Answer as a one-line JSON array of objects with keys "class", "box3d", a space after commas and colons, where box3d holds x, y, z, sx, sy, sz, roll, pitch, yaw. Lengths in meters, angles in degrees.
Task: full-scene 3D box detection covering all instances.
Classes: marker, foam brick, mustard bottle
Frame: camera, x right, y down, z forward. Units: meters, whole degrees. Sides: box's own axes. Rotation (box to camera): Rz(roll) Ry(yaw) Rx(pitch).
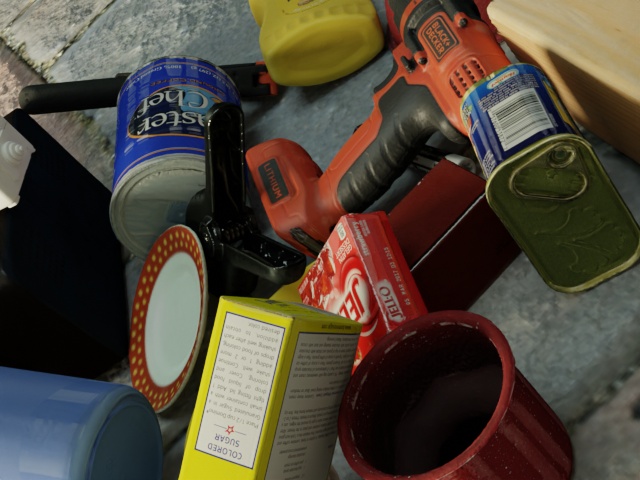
[{"class": "marker", "box3d": [0.060, -0.060, 0.727, 0.020, 0.020, 0.121, -50, 36, -9]}, {"class": "foam brick", "box3d": [0.072, 0.002, 0.625, 0.078, 0.053, 0.051, -46, 36, -5]}, {"class": "mustard bottle", "box3d": [-0.011, -0.203, 0.901, 0.096, 0.058, 0.191, -20, 38, 4]}]

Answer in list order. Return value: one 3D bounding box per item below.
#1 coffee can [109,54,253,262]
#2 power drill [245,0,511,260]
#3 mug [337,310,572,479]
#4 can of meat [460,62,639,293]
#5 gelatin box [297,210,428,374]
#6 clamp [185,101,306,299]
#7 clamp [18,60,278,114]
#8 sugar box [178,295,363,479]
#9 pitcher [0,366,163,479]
[{"class": "coffee can", "box3d": [-0.107, -0.062, 0.816, 0.103, 0.102, 0.140, -30, 38, 17]}, {"class": "power drill", "box3d": [0.034, -0.090, 0.709, 0.188, 0.057, 0.184, -44, 40, 21]}, {"class": "mug", "box3d": [0.062, 0.090, 0.521, 0.093, 0.081, 0.117, -49, 36, -8]}, {"class": "can of meat", "box3d": [0.122, -0.036, 0.575, 0.057, 0.102, 0.084, -30, 36, 16]}, {"class": "gelatin box", "box3d": [0.022, 0.036, 0.597, 0.073, 0.030, 0.089, 70, 153, 24]}, {"class": "clamp", "box3d": [-0.055, 0.001, 0.702, 0.039, 0.172, 0.120, -14, 66, -19]}, {"class": "clamp", "box3d": [-0.139, -0.131, 0.913, 0.210, 0.036, 0.164, 1, 14, 28]}, {"class": "sugar box", "box3d": [-0.031, 0.117, 0.512, 0.048, 0.093, 0.176, 16, 91, 24]}, {"class": "pitcher", "box3d": [-0.229, 0.145, 0.662, 0.243, 0.149, 0.144, 2, 8, 20]}]
